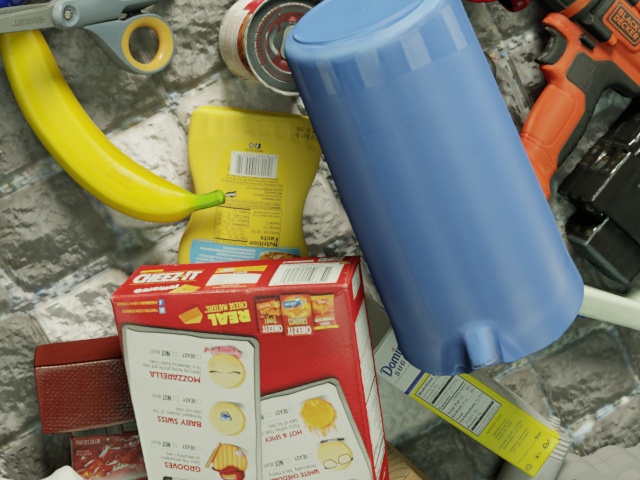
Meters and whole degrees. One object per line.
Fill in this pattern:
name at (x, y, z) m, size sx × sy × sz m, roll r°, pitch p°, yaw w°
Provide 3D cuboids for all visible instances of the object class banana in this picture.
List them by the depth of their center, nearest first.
banana at (-0.158, -0.074, 0.741) m, size 0.197 × 0.037 × 0.070 m, roll 42°, pitch 104°, yaw -8°

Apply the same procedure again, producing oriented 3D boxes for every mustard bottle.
mustard bottle at (-0.055, 0.001, 0.783) m, size 0.096 × 0.058 × 0.192 m, roll 5°, pitch 101°, yaw -6°

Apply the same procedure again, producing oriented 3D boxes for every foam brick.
foam brick at (-0.167, 0.104, 0.779) m, size 0.078 × 0.051 × 0.053 m, roll -5°, pitch 104°, yaw -14°

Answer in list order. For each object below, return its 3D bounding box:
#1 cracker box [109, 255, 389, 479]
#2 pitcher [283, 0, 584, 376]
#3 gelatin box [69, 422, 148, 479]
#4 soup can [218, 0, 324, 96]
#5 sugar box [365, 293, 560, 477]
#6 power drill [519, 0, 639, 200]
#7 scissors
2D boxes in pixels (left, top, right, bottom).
cracker box at (-0.041, 0.120, 0.743) m, size 0.164 × 0.072 × 0.214 m, roll -4°, pitch 109°, yaw 13°
pitcher at (0.071, -0.047, 0.688) m, size 0.144 × 0.149 × 0.243 m, roll -39°, pitch 120°, yaw -23°
gelatin box at (-0.144, 0.175, 0.812) m, size 0.089 × 0.030 × 0.073 m, roll -3°, pitch 103°, yaw -15°
soup can at (-0.029, -0.137, 0.737) m, size 0.068 × 0.102 × 0.068 m, roll -3°, pitch 103°, yaw -15°
sugar box at (0.097, 0.111, 0.833) m, size 0.176 × 0.093 × 0.048 m, roll 32°, pitch 94°, yaw -19°
power drill at (0.166, -0.129, 0.818) m, size 0.184 × 0.057 × 0.187 m, roll 37°, pitch 91°, yaw -16°
scissors at (-0.157, -0.131, 0.695) m, size 0.201 × 0.016 × 0.096 m, roll -41°, pitch 133°, yaw -41°
